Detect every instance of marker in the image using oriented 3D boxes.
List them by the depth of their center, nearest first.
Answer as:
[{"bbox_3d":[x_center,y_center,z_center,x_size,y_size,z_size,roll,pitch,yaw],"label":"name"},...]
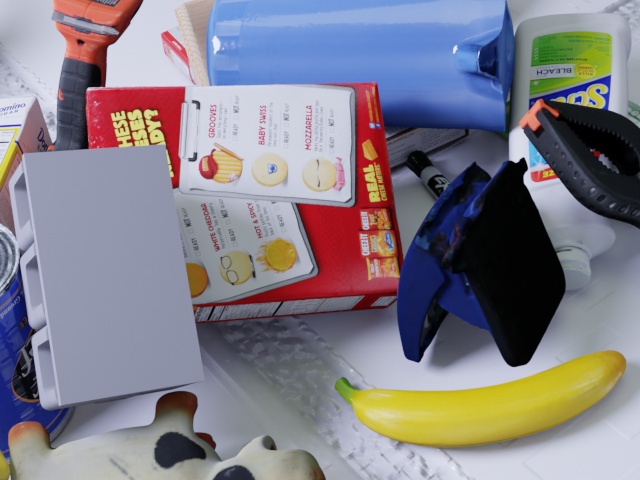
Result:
[{"bbox_3d":[0.103,-0.037,0.870,0.020,0.020,0.121,-21,44,-14],"label":"marker"}]

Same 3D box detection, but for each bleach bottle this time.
[{"bbox_3d":[0.202,-0.072,0.846,0.102,0.068,0.250,0,54,9],"label":"bleach bottle"}]

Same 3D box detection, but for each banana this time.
[{"bbox_3d":[0.107,0.104,0.703,0.198,0.037,0.069,-5,43,4],"label":"banana"}]

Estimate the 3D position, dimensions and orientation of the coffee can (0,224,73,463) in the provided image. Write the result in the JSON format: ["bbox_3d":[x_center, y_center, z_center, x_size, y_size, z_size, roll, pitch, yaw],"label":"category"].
[{"bbox_3d":[-0.232,0.070,0.716,0.103,0.140,0.103,-4,42,4],"label":"coffee can"}]

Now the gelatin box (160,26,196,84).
[{"bbox_3d":[-0.105,-0.197,1.069,0.089,0.030,0.073,-25,44,-18],"label":"gelatin box"}]

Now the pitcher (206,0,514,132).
[{"bbox_3d":[0.037,-0.156,0.883,0.243,0.149,0.145,1,62,10],"label":"pitcher"}]

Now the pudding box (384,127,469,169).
[{"bbox_3d":[0.060,-0.107,0.940,0.113,0.039,0.090,-25,47,-16],"label":"pudding box"}]

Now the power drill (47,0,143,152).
[{"bbox_3d":[-0.184,-0.121,0.872,0.057,0.188,0.184,13,28,-3],"label":"power drill"}]

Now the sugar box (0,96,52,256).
[{"bbox_3d":[-0.257,-0.029,0.863,0.048,0.093,0.176,-4,42,5],"label":"sugar box"}]

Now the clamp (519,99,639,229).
[{"bbox_3d":[0.244,-0.044,0.784,0.210,0.036,0.164,36,48,1],"label":"clamp"}]

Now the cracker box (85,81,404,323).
[{"bbox_3d":[-0.056,-0.027,0.772,0.213,0.072,0.164,-4,73,-12],"label":"cracker box"}]
